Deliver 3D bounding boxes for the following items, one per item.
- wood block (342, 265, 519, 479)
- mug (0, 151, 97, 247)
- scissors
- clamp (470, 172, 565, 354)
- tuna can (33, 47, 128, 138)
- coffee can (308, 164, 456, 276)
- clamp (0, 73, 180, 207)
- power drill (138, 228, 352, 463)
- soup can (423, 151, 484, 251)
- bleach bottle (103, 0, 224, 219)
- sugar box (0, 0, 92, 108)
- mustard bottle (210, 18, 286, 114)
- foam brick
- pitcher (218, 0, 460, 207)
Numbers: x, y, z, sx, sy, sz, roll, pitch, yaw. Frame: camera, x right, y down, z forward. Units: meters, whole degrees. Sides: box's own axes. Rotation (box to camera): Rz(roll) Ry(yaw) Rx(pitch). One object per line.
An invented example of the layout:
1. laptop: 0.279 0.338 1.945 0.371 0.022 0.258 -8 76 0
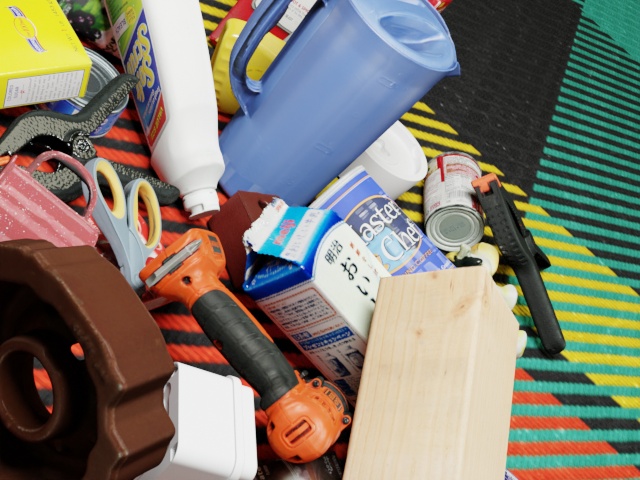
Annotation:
1. wood block: 0.083 0.132 0.787 0.090 0.090 0.206 52 40 -44
2. mug: -0.206 -0.008 0.756 0.081 0.093 0.117 40 75 -16
3. scissors: -0.150 0.016 0.790 0.096 0.016 0.201 50 25 -37
4. clamp: 0.223 0.016 1.189 0.210 0.036 0.164 54 22 -36
5. tuna can: -0.214 -0.134 0.946 0.086 0.034 0.086 28 37 -24
6. coffee can: 0.048 0.014 1.006 0.140 0.103 0.102 47 33 4
7. clamp: -0.200 -0.082 0.876 0.171 0.039 0.120 -4 70 -43
8. power drill: -0.047 0.079 0.805 0.188 0.057 0.184 49 1 5
9. soup can: 0.152 -0.045 1.214 0.068 0.069 0.102 31 36 -20
10. bleach bottle: -0.131 -0.144 0.950 0.067 0.103 0.251 -10 81 -35
11. sugar box: -0.279 -0.145 0.830 0.175 0.048 0.093 -14 58 -36
12. mustard bottle: -0.018 -0.152 1.082 0.191 0.096 0.058 17 40 -12
13. foam brick: -0.056 0.001 0.954 0.052 0.051 0.078 5 50 -45
14. pitcher: -0.005 -0.133 0.979 0.149 0.243 0.144 50 34 8
